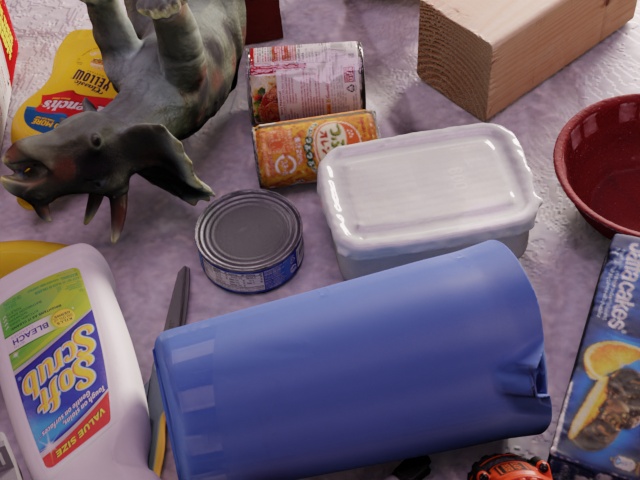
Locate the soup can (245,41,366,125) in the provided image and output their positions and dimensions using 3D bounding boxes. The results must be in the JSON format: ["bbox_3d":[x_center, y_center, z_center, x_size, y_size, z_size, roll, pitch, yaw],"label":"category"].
[{"bbox_3d":[-0.013,-0.139,0.943,0.102,0.068,0.068,-4,49,0],"label":"soup can"}]

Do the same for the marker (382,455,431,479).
[{"bbox_3d":[0.028,0.180,0.699,0.121,0.020,0.020,-37,56,-24],"label":"marker"}]

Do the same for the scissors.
[{"bbox_3d":[-0.132,0.103,0.779,0.096,0.016,0.202,-11,49,-5],"label":"scissors"}]

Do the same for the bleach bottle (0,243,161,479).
[{"bbox_3d":[-0.157,0.112,0.721,0.102,0.068,0.251,-26,46,-9],"label":"bleach bottle"}]

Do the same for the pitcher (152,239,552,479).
[{"bbox_3d":[0.017,0.086,0.706,0.242,0.149,0.145,-12,61,-10],"label":"pitcher"}]

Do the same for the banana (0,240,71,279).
[{"bbox_3d":[-0.268,0.037,0.836,0.197,0.037,0.069,-24,81,-11],"label":"banana"}]

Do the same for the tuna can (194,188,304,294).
[{"bbox_3d":[-0.056,0.001,0.848,0.086,0.034,0.086,-2,49,3],"label":"tuna can"}]

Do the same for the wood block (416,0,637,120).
[{"bbox_3d":[0.193,-0.209,0.972,0.205,0.091,0.090,-35,56,-23],"label":"wood block"}]

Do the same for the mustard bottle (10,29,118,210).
[{"bbox_3d":[-0.214,-0.101,0.931,0.096,0.058,0.191,20,53,1],"label":"mustard bottle"}]

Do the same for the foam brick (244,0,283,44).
[{"bbox_3d":[-0.067,-0.237,1.040,0.051,0.053,0.078,-7,50,-2],"label":"foam brick"}]
